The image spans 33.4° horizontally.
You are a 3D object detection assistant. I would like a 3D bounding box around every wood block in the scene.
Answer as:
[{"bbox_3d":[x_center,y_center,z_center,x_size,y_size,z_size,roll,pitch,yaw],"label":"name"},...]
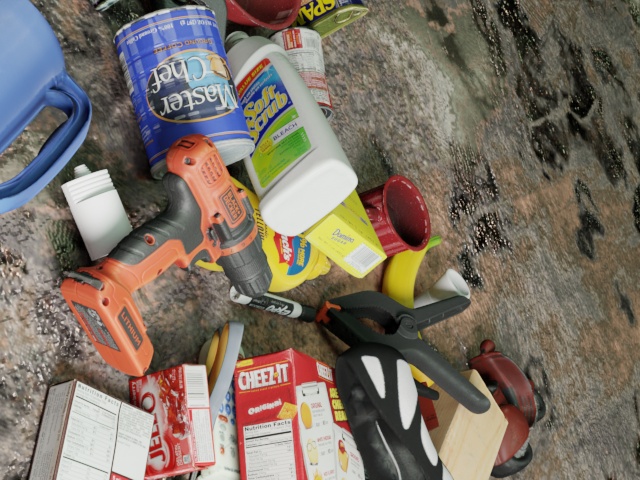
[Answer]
[{"bbox_3d":[0.128,0.250,1.190,0.090,0.091,0.205,57,37,-19],"label":"wood block"}]

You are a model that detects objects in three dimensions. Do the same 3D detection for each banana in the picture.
[{"bbox_3d":[0.107,0.076,1.274,0.037,0.069,0.198,90,5,-67],"label":"banana"}]

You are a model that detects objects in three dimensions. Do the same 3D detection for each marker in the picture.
[{"bbox_3d":[-0.046,0.067,1.111,0.120,0.020,0.020,21,58,-46],"label":"marker"}]

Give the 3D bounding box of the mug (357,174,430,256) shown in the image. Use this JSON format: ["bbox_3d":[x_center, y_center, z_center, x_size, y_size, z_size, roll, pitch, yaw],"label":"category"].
[{"bbox_3d":[0.063,-0.021,1.243,0.117,0.082,0.093,0,74,-53],"label":"mug"}]

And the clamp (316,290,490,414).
[{"bbox_3d":[0.097,0.112,1.189,0.209,0.036,0.164,12,42,-24],"label":"clamp"}]

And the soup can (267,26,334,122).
[{"bbox_3d":[-0.025,-0.184,1.218,0.068,0.069,0.102,12,64,-50],"label":"soup can"}]

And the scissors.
[{"bbox_3d":[-0.105,0.162,0.952,0.016,0.096,0.202,16,99,-13],"label":"scissors"}]

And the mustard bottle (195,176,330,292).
[{"bbox_3d":[-0.057,0.001,1.096,0.191,0.058,0.096,25,52,-45],"label":"mustard bottle"}]

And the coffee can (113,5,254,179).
[{"bbox_3d":[-0.131,-0.140,1.028,0.102,0.103,0.140,-10,81,-54],"label":"coffee can"}]

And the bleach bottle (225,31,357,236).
[{"bbox_3d":[-0.053,-0.127,1.105,0.068,0.103,0.251,37,20,-50],"label":"bleach bottle"}]

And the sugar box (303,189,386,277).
[{"bbox_3d":[0.007,-0.045,1.152,0.093,0.048,0.176,38,21,-37],"label":"sugar box"}]

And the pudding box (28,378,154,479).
[{"bbox_3d":[-0.185,0.179,0.860,0.090,0.039,0.113,34,47,-38],"label":"pudding box"}]

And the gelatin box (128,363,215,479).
[{"bbox_3d":[-0.128,0.156,0.914,0.030,0.073,0.089,10,67,-48],"label":"gelatin box"}]

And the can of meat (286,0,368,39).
[{"bbox_3d":[-0.004,-0.291,1.270,0.057,0.102,0.084,-12,81,-55],"label":"can of meat"}]

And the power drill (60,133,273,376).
[{"bbox_3d":[-0.126,0.027,0.937,0.187,0.057,0.184,-50,134,-30],"label":"power drill"}]

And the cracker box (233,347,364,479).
[{"bbox_3d":[-0.015,0.224,1.003,0.164,0.072,0.214,37,43,-62],"label":"cracker box"}]

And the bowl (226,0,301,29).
[{"bbox_3d":[-0.093,-0.303,1.197,0.161,0.055,0.162,27,53,-44],"label":"bowl"}]

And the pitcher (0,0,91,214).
[{"bbox_3d":[-0.287,-0.074,0.766,0.145,0.149,0.242,62,37,-35],"label":"pitcher"}]
